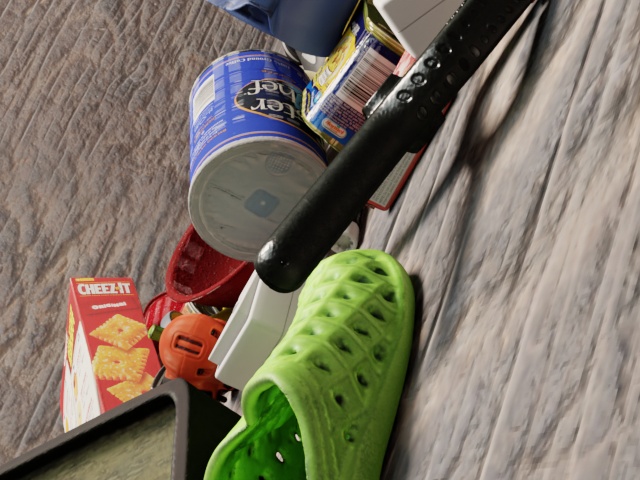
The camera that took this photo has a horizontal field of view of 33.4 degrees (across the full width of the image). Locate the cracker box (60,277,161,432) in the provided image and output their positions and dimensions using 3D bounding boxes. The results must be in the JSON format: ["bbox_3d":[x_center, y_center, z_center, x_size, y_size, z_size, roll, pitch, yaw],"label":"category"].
[{"bbox_3d":[-0.195,0.160,1.010,0.214,0.072,0.164,-120,36,-51],"label":"cracker box"}]

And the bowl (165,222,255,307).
[{"bbox_3d":[-0.056,0.001,0.894,0.162,0.055,0.162,-38,27,23],"label":"bowl"}]

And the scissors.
[{"bbox_3d":[-0.103,0.113,0.880,0.016,0.096,0.202,-41,17,5],"label":"scissors"}]

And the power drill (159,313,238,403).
[{"bbox_3d":[-0.098,0.146,0.769,0.184,0.057,0.187,54,-127,-76],"label":"power drill"}]

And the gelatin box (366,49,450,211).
[{"bbox_3d":[0.048,-0.072,0.667,0.089,0.030,0.073,-61,10,25],"label":"gelatin box"}]

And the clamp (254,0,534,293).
[{"bbox_3d":[0.038,-0.059,0.546,0.210,0.036,0.164,-51,3,-4],"label":"clamp"}]

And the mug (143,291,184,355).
[{"bbox_3d":[-0.144,0.120,1.116,0.081,0.093,0.117,-92,-3,-60],"label":"mug"}]

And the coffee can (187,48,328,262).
[{"bbox_3d":[-0.047,-0.066,0.792,0.103,0.102,0.140,-60,22,30],"label":"coffee can"}]

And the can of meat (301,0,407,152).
[{"bbox_3d":[0.031,-0.113,0.744,0.084,0.057,0.102,-52,13,19],"label":"can of meat"}]
